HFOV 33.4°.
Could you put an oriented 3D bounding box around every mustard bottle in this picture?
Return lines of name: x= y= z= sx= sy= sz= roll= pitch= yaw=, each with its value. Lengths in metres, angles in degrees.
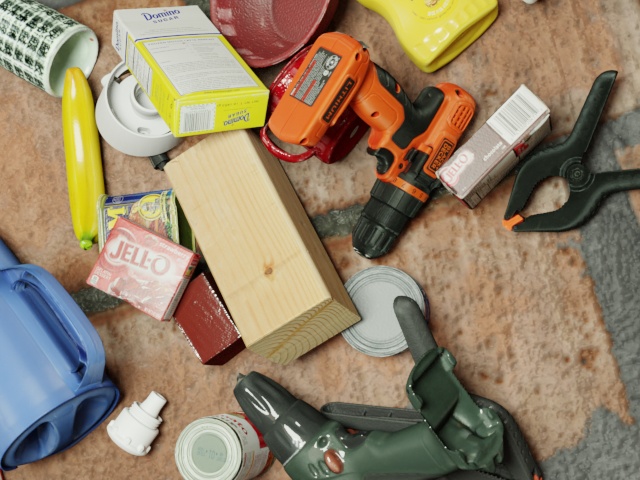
mustard bottle: x=0.076 y=-0.260 z=1.032 sx=0.096 sy=0.058 sz=0.192 roll=-41 pitch=75 yaw=3

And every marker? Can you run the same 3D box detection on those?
marker: x=-0.192 y=-0.123 z=1.116 sx=0.020 sy=0.020 sz=0.121 roll=-36 pitch=76 yaw=10

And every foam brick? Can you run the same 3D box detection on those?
foam brick: x=-0.107 y=0.078 z=1.053 sx=0.051 sy=0.053 sz=0.078 roll=-36 pitch=77 yaw=10

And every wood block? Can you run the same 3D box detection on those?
wood block: x=-0.057 y=0.001 z=1.007 sx=0.091 sy=0.090 sz=0.206 roll=-32 pitch=64 yaw=10

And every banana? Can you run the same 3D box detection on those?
banana: x=-0.243 y=-0.078 z=1.103 sx=0.037 sy=0.070 sz=0.198 roll=-4 pitch=75 yaw=-20

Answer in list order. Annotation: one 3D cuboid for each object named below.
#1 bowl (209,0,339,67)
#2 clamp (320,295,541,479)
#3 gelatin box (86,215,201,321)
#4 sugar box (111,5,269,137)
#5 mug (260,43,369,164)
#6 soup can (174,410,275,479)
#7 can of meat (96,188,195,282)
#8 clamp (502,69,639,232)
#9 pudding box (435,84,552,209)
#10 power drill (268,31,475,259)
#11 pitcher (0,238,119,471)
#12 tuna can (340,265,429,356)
bowl: x=-0.033 y=-0.244 z=1.048 sx=0.162 sy=0.055 sz=0.162 roll=-5 pitch=81 yaw=39
clamp: x=0.106 y=0.168 z=0.977 sx=0.210 sy=0.036 sz=0.165 roll=42 pitch=125 yaw=5
gelatin box: x=-0.171 y=0.027 z=1.030 sx=0.089 sy=0.030 sz=0.073 roll=26 pitch=90 yaw=13
sugar box: x=-0.128 y=-0.166 z=1.022 sx=0.176 sy=0.093 sz=0.048 roll=52 pitch=142 yaw=44
mug: x=-0.006 y=-0.120 z=1.020 sx=0.081 sy=0.093 sz=0.117 roll=40 pitch=65 yaw=11
soup can: x=-0.088 y=0.198 z=1.009 sx=0.068 sy=0.102 sz=0.068 roll=-2 pitch=84 yaw=16
can of meat: x=-0.174 y=0.000 z=1.079 sx=0.084 sy=0.057 sz=0.102 roll=-6 pitch=83 yaw=12
clamp: x=0.246 y=-0.057 z=0.973 sx=0.172 sy=0.039 sz=0.120 roll=-47 pitch=74 yaw=14
pudding box: x=0.160 y=-0.082 z=0.973 sx=0.113 sy=0.090 sz=0.039 roll=-44 pitch=78 yaw=7
power drill: x=0.042 y=-0.087 z=0.964 sx=0.057 sy=0.187 sz=0.184 roll=32 pitch=93 yaw=45
pitcher: x=-0.314 y=0.093 z=1.072 sx=0.149 sy=0.145 sz=0.243 roll=-35 pitch=72 yaw=-11
tuna can: x=0.060 y=0.068 z=1.016 sx=0.086 sy=0.033 sz=0.086 roll=-2 pitch=84 yaw=16
